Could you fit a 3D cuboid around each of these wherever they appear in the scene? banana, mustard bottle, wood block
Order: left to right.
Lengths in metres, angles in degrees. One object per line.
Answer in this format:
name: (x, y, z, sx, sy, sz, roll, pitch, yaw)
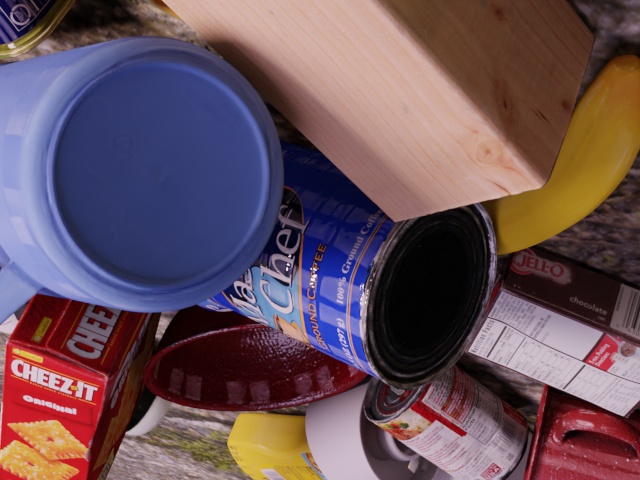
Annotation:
mustard bottle: (0.015, 0.186, 0.922, 0.192, 0.058, 0.096, -7, 139, 43)
wood block: (0.009, -0.110, 0.429, 0.206, 0.090, 0.091, 41, 146, -27)
banana: (0.103, -0.029, 0.539, 0.069, 0.037, 0.198, 34, 149, -19)

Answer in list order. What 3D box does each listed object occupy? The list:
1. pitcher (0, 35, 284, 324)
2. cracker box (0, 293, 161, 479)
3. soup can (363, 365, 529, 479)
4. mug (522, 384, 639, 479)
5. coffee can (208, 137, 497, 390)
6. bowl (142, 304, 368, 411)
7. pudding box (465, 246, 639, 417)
pitcher: (-0.119, -0.023, 0.511, 0.144, 0.149, 0.243, -3, -176, -26)
cracker box: (-0.155, 0.077, 0.729, 0.072, 0.164, 0.214, 20, 138, -3)
soup can: (0.091, 0.125, 0.761, 0.102, 0.068, 0.069, 37, 148, -21)
mug: (0.181, 0.143, 0.704, 0.081, 0.093, 0.117, 12, 146, 12)
coffee can: (0.007, 0.007, 0.568, 0.141, 0.102, 0.102, 21, 154, 41)
bowl: (-0.044, 0.068, 0.749, 0.162, 0.055, 0.162, -5, 153, -3)
pudding box: (0.151, 0.055, 0.636, 0.113, 0.039, 0.090, 24, 151, 6)
